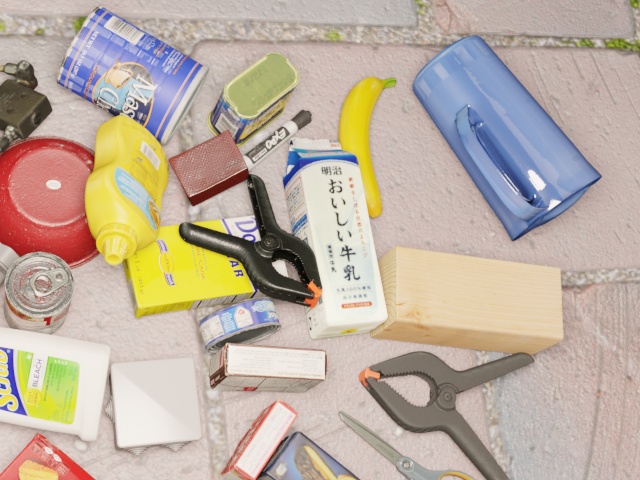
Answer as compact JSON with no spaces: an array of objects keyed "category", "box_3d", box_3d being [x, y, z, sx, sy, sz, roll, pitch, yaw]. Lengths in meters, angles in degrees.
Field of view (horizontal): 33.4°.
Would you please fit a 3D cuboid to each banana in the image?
[{"category":"banana","box_3d":[0.055,-0.126,1.309,0.069,0.037,0.198,13,69,-12]}]

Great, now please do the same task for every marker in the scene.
[{"category":"marker","box_3d":[-0.055,-0.120,1.283,0.121,0.020,0.020,-41,88,-25]}]

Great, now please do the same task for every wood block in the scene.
[{"category":"wood block","box_3d":[0.170,0.073,1.250,0.206,0.090,0.091,7,70,-15]}]

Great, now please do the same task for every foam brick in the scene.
[{"category":"foam brick","box_3d":[-0.126,-0.082,1.220,0.078,0.051,0.053,-26,82,-6]}]

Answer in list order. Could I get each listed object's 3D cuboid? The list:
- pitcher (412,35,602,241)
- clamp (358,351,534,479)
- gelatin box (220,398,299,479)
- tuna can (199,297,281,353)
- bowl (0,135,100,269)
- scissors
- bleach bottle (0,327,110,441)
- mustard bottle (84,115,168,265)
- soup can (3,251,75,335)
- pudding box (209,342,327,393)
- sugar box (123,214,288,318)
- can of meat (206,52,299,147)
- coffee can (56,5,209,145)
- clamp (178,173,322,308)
[{"category":"pitcher","box_3d":[0.218,-0.128,1.308,0.145,0.149,0.243,-34,81,-13]},{"category":"clamp","box_3d":[0.145,0.193,1.230,0.209,0.036,0.164,12,70,-11]},{"category":"gelatin box","box_3d":[-0.066,0.216,1.137,0.030,0.073,0.089,36,66,-3]},{"category":"tuna can","box_3d":[-0.088,0.092,1.165,0.086,0.086,0.034,-14,75,-21]},{"category":"bowl","box_3d":[-0.295,-0.050,1.165,0.162,0.055,0.162,6,70,-16]},{"category":"scissors","box_3d":[0.096,0.274,1.200,0.201,0.016,0.096,25,67,-8]},{"category":"bleach bottle","box_3d":[-0.345,0.137,1.080,0.250,0.068,0.102,9,92,-9]},{"category":"mustard bottle","box_3d":[-0.207,-0.044,1.132,0.096,0.058,0.191,54,21,-36]},{"category":"soup can","box_3d":[-0.292,0.059,1.103,0.068,0.102,0.068,5,71,-16]},{"category":"pudding box","box_3d":[-0.057,0.139,1.156,0.113,0.090,0.039,4,72,-16]},{"category":"sugar box","box_3d":[-0.129,0.026,1.196,0.176,0.048,0.093,-9,73,-18]},{"category":"can of meat","box_3d":[-0.078,-0.166,1.255,0.102,0.084,0.057,-42,88,-24]},{"category":"coffee can","box_3d":[-0.211,-0.186,1.210,0.140,0.103,0.102,30,66,-6]},{"category":"clamp","box_3d":[-0.058,0.001,1.180,0.171,0.039,0.120,37,64,7]}]
